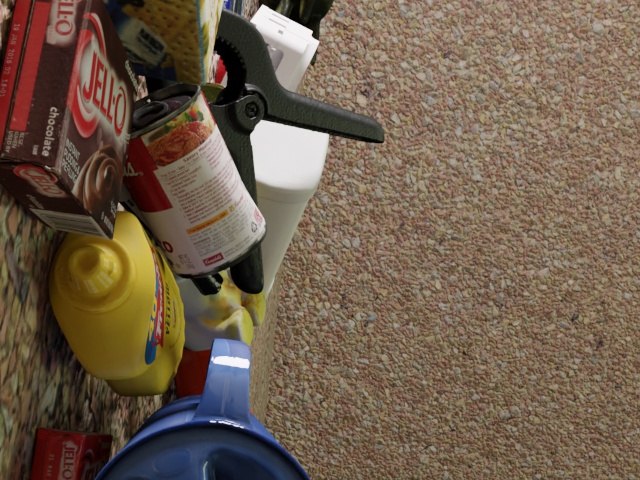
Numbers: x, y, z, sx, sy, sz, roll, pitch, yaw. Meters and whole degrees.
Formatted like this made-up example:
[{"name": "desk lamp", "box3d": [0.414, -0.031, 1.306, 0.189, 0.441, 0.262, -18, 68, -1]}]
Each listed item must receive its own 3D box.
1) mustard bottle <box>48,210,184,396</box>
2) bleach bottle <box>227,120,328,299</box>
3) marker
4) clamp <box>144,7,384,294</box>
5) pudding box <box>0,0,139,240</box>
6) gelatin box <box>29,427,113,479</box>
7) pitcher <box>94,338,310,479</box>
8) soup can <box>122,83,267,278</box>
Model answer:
[{"name": "mustard bottle", "box3d": [-0.118, 0.034, 0.623, 0.191, 0.058, 0.096, 91, -2, -76]}, {"name": "bleach bottle", "box3d": [-0.056, 0.001, 0.897, 0.251, 0.068, 0.102, 111, -5, -49]}, {"name": "marker", "box3d": [-0.101, -0.003, 0.703, 0.121, 0.020, 0.020, 53, 33, -39]}, {"name": "clamp", "box3d": [-0.058, -0.077, 0.720, 0.036, 0.209, 0.164, 6, -122, 53]}, {"name": "pudding box", "box3d": [-0.118, -0.058, 0.500, 0.113, 0.039, 0.090, 94, 4, -75]}, {"name": "gelatin box", "box3d": [-0.149, 0.149, 0.631, 0.089, 0.030, 0.073, 95, 3, -79]}, {"name": "pitcher", "box3d": [-0.072, 0.153, 0.666, 0.149, 0.145, 0.243, -38, -177, -6]}, {"name": "soup can", "box3d": [-0.083, -0.036, 0.654, 0.068, 0.068, 0.102, -80, 148, -60]}]
